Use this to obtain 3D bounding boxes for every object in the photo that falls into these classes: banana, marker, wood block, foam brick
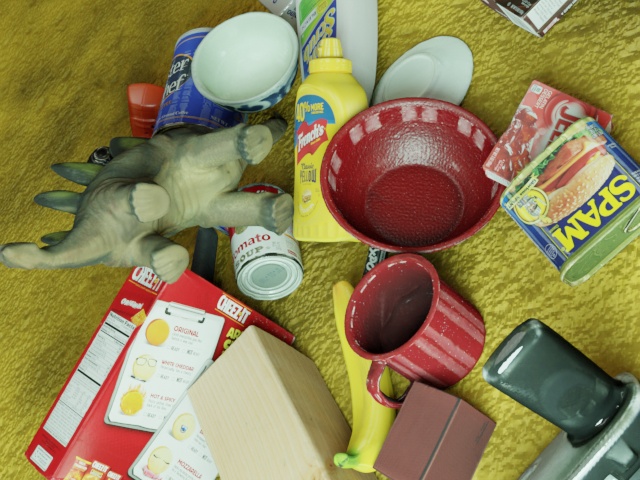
[{"bbox_3d":[0.037,0.119,0.882,0.037,0.069,0.198,-19,39,15],"label":"banana"},{"bbox_3d":[0.051,0.016,0.981,0.020,0.020,0.121,-10,56,42],"label":"marker"},{"bbox_3d":[-0.026,0.179,0.884,0.091,0.090,0.206,-46,39,11],"label":"wood block"},{"bbox_3d":[0.087,0.157,0.813,0.051,0.053,0.078,14,72,50],"label":"foam brick"}]

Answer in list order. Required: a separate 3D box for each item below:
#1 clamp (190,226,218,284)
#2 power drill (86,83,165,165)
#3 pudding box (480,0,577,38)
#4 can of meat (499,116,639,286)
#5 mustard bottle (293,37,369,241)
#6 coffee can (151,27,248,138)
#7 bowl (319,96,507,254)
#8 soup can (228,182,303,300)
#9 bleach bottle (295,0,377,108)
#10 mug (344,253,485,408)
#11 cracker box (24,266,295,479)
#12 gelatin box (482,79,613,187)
[{"bbox_3d":[-0.130,0.061,1.121,0.120,0.039,0.172,-52,44,10],"label":"clamp"},{"bbox_3d":[-0.219,-0.092,1.238,0.057,0.184,0.187,9,54,5],"label":"power drill"},{"bbox_3d":[0.202,-0.250,1.009,0.090,0.039,0.114,-47,39,7],"label":"pudding box"},{"bbox_3d":[0.199,-0.031,0.810,0.102,0.057,0.084,-44,63,14],"label":"can of meat"},{"bbox_3d":[0.010,-0.095,1.010,0.096,0.058,0.191,3,92,63],"label":"mustard bottle"},{"bbox_3d":[-0.132,-0.160,1.236,0.103,0.102,0.140,-17,51,38],"label":"coffee can"},{"bbox_3d":[0.082,-0.046,0.935,0.162,0.055,0.162,-3,59,5],"label":"bowl"},{"bbox_3d":[-0.057,0.001,1.067,0.069,0.068,0.102,-35,43,23],"label":"soup can"},{"bbox_3d":[0.023,-0.190,1.127,0.103,0.068,0.251,-39,41,38],"label":"bleach bottle"},{"bbox_3d":[0.075,0.080,0.859,0.093,0.081,0.117,6,67,48],"label":"mug"},{"bbox_3d":[-0.144,0.140,0.975,0.072,0.164,0.213,19,77,49],"label":"cracker box"},{"bbox_3d":[0.187,-0.078,0.877,0.073,0.030,0.089,30,86,21],"label":"gelatin box"}]
